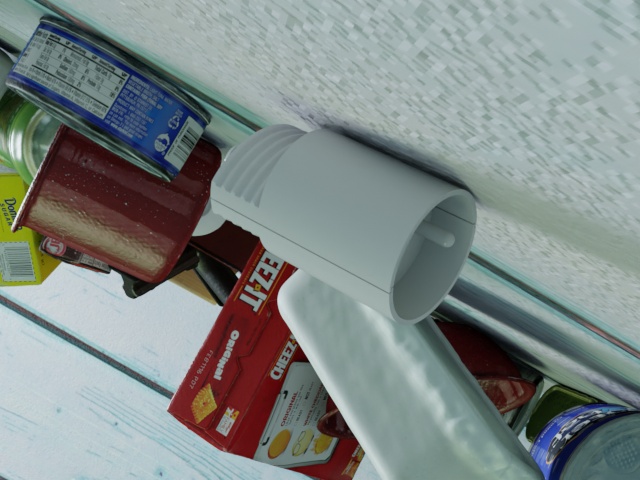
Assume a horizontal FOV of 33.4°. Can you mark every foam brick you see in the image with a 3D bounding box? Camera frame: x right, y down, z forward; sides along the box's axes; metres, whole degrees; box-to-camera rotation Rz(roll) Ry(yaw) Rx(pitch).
[{"bbox_3d":[-0.056,0.001,0.841,0.078,0.051,0.053,27,176,38],"label":"foam brick"}]

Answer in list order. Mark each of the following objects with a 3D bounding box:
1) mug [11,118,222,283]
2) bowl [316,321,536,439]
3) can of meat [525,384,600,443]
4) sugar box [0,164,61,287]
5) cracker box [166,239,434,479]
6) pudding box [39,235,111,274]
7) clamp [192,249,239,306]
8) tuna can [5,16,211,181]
[{"bbox_3d":[-0.109,-0.024,0.568,0.081,0.093,0.117,26,142,-14],"label":"mug"},{"bbox_3d":[0.073,0.100,0.784,0.162,0.055,0.162,-8,158,-3],"label":"bowl"},{"bbox_3d":[0.213,0.157,0.812,0.084,0.057,0.102,34,175,-11],"label":"can of meat"},{"bbox_3d":[-0.229,-0.036,0.901,0.048,0.093,0.176,0,-160,10],"label":"sugar box"},{"bbox_3d":[-0.007,0.094,0.835,0.072,0.164,0.213,25,174,31],"label":"cracker box"},{"bbox_3d":[-0.179,-0.033,0.860,0.039,0.113,0.090,20,174,6],"label":"pudding box"},{"bbox_3d":[-0.111,0.010,0.970,0.210,0.036,0.165,57,169,-30],"label":"clamp"},{"bbox_3d":[-0.093,-0.061,0.470,0.086,0.034,0.086,30,176,2],"label":"tuna can"}]
